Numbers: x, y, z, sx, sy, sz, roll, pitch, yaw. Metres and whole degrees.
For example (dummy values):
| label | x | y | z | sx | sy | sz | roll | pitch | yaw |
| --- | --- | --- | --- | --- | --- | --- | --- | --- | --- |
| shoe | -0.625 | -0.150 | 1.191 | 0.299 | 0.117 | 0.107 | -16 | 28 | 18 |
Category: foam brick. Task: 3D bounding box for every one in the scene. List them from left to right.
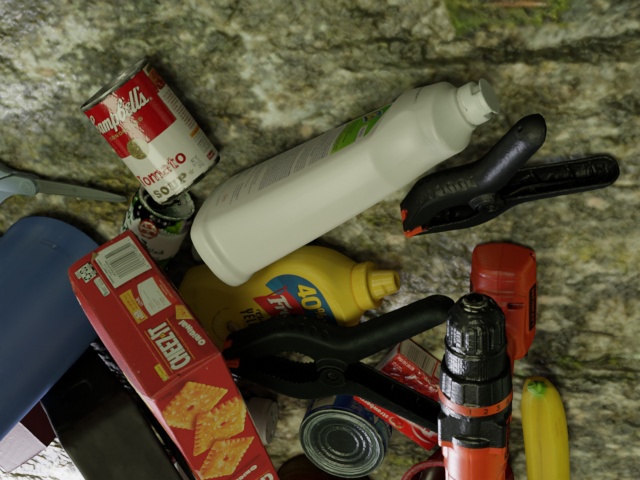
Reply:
| label | x | y | z | sx | sy | sz | roll | pitch | yaw |
| --- | --- | --- | --- | --- | --- | --- | --- | --- | --- |
| foam brick | -0.312 | 0.198 | 1.118 | 0.078 | 0.053 | 0.051 | -35 | 105 | 32 |

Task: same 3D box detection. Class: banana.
| label | x | y | z | sx | sy | sz | roll | pitch | yaw |
| --- | --- | --- | --- | --- | --- | --- | --- | --- | --- |
| banana | 0.194 | 0.194 | 0.931 | 0.037 | 0.069 | 0.198 | 3 | 113 | 31 |

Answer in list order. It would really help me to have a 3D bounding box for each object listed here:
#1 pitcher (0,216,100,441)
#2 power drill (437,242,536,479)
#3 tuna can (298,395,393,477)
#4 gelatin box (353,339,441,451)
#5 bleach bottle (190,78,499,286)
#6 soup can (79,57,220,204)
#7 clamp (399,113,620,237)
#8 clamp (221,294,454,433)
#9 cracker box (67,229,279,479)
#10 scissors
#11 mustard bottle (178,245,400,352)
| label | x | y | z | sx | sy | sz | roll | pitch | yaw |
| --- | --- | --- | --- | --- | --- | --- | --- | --- | --- |
| pitcher | -0.296 | 0.092 | 0.933 | 0.149 | 0.242 | 0.145 | -13 | 117 | 33 |
| power drill | 0.128 | 0.080 | 0.816 | 0.057 | 0.187 | 0.184 | 7 | 124 | 16 |
| tuna can | 0.023 | 0.182 | 1.006 | 0.086 | 0.033 | 0.086 | 9 | 123 | 14 |
| gelatin box | 0.087 | 0.140 | 0.962 | 0.089 | 0.030 | 0.073 | 37 | 125 | -5 |
| bleach bottle | 0.021 | -0.053 | 0.821 | 0.251 | 0.102 | 0.068 | -25 | 114 | 29 |
| soup can | -0.138 | -0.088 | 0.875 | 0.069 | 0.068 | 0.102 | -27 | 110 | 30 |
| clamp | 0.125 | -0.045 | 0.802 | 0.172 | 0.039 | 0.120 | -21 | 147 | 28 |
| clamp | 0.020 | 0.109 | 0.905 | 0.210 | 0.036 | 0.164 | -2 | 132 | 16 |
| cracker box | -0.123 | 0.119 | 0.904 | 0.164 | 0.072 | 0.213 | 47 | 162 | 38 |
| scissors | -0.276 | -0.038 | 0.984 | 0.202 | 0.016 | 0.096 | 22 | 126 | 5 |
| mustard bottle | -0.022 | 0.051 | 0.927 | 0.192 | 0.058 | 0.096 | -12 | 122 | 24 |
